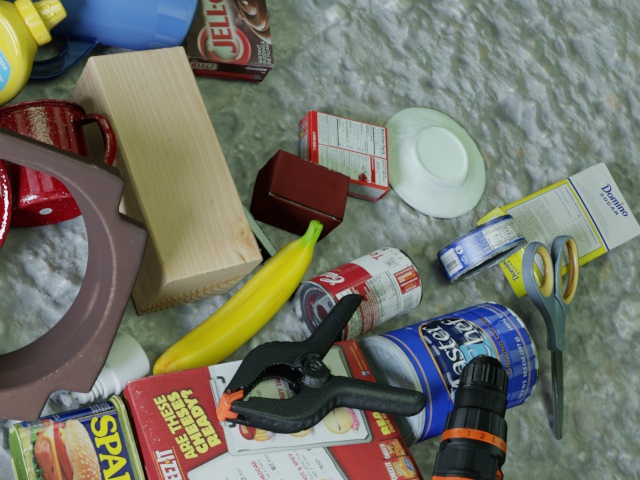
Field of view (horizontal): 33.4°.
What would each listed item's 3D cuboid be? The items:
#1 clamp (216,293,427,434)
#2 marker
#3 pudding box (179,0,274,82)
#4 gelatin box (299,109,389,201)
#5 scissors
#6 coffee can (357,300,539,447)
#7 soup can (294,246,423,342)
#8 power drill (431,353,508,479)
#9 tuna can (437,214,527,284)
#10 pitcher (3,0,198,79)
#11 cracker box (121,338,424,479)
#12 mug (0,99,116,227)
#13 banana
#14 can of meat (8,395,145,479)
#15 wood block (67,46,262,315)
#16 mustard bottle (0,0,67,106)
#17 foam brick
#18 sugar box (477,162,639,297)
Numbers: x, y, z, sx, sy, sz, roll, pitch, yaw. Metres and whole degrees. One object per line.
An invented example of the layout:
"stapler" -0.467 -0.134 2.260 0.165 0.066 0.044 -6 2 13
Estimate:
"clamp" -0.008 0.102 0.865 0.171 0.039 0.120 -5 48 -26
"marker" -0.056 0.001 0.984 0.020 0.020 0.121 -33 85 -35
"pudding box" -0.098 -0.215 1.049 0.089 0.039 0.113 2 67 -26
"gelatin box" 0.024 -0.083 1.059 0.089 0.030 0.073 11 62 -23
"scissors" 0.222 0.088 1.047 0.096 0.016 0.202 21 73 -42
"coffee can" 0.111 0.120 0.966 0.140 0.103 0.103 -13 74 -32
"soup can" 0.036 0.052 0.979 0.102 0.069 0.068 -23 80 -34
"power drill" 0.135 0.211 0.895 0.057 0.187 0.184 4 59 22
"tuna can" 0.159 0.008 1.052 0.086 0.086 0.034 -21 77 -33
"pitcher" -0.236 -0.231 0.943 0.242 0.149 0.145 10 46 -27
"cracker box" -0.039 0.178 0.863 0.213 0.072 0.164 -8 56 -29
"mug" -0.220 -0.064 0.878 0.117 0.093 0.081 -18 78 13
"banana" -0.070 0.059 0.923 0.037 0.069 0.197 33 64 25
"can of meat" -0.185 0.178 0.814 0.083 0.058 0.102 -10 73 -28
"wood block" -0.138 -0.053 0.924 0.090 0.090 0.206 -13 75 -31
"mustard bottle" -0.293 -0.144 0.857 0.191 0.058 0.096 -30 103 -9
"foam brick" -0.020 -0.041 1.002 0.078 0.053 0.051 20 60 -19
"sugar box" 0.257 -0.014 1.139 0.175 0.048 0.093 -21 80 -36
